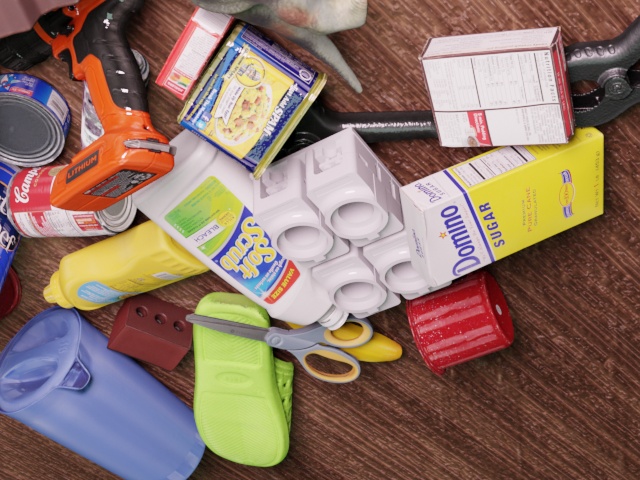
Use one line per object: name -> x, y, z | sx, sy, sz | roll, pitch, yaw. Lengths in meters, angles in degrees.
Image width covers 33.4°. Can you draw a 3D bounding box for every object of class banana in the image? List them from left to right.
banana -> 0.006, 0.082, 1.127 | 0.070, 0.037, 0.197 | -25, 129, 29

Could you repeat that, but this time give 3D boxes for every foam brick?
foam brick -> -0.182, 0.098, 1.156 | 0.078, 0.053, 0.051 | 23, 135, -18

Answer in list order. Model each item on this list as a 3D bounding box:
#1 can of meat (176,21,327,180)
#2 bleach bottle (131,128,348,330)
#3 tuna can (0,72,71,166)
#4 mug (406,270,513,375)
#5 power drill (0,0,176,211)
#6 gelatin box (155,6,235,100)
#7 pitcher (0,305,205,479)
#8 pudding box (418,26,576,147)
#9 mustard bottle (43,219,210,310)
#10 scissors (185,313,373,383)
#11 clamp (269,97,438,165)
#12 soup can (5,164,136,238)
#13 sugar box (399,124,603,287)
can of meat -> -0.057, -0.115, 0.868 | 0.084, 0.057, 0.102 | 34, 108, -8
bleach bottle -> -0.057, 0.001, 1.013 | 0.103, 0.068, 0.250 | -37, 121, 19
tuna can -> -0.269, -0.109, 0.961 | 0.086, 0.033, 0.086 | 4, 137, 3
mug -> 0.138, 0.068, 1.070 | 0.082, 0.093, 0.117 | -22, 94, 21
power drill -> -0.189, -0.121, 0.838 | 0.185, 0.188, 0.057 | -24, 163, 38
gelatin box -> -0.090, -0.164, 0.839 | 0.030, 0.089, 0.073 | 31, 133, -11
pitcher -> -0.249, 0.187, 1.217 | 0.145, 0.149, 0.242 | -32, 129, 16
pudding box -> 0.144, -0.122, 0.866 | 0.114, 0.039, 0.090 | -1, 126, 25
mustard bottle -> -0.203, 0.029, 1.073 | 0.192, 0.058, 0.096 | -20, 162, 27
scissors -> -0.029, 0.088, 1.094 | 0.201, 0.016, 0.096 | 30, 112, -28
clamp -> -0.014, -0.084, 0.954 | 0.209, 0.036, 0.165 | 17, 136, -16
soup can -> -0.231, -0.038, 0.993 | 0.102, 0.068, 0.068 | -2, 137, 26
sugar box -> 0.159, -0.033, 0.921 | 0.176, 0.048, 0.093 | -25, 132, -12
